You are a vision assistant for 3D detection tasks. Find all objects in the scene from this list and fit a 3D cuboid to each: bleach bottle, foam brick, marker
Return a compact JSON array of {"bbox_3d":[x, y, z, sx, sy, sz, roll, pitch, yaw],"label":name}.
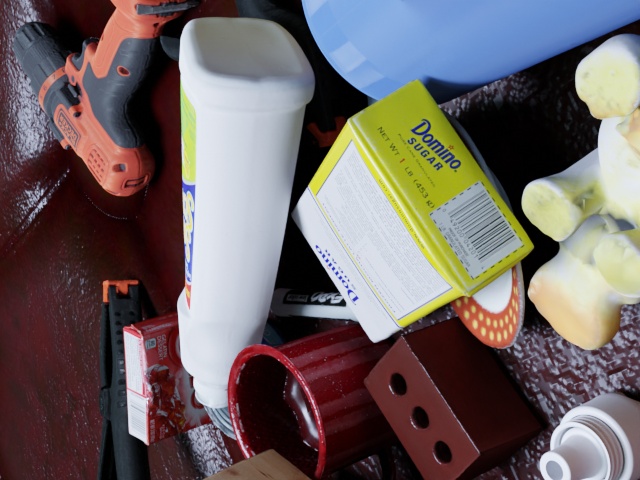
[{"bbox_3d":[-0.054,0.001,0.641,0.102,0.068,0.251,-112,25,-55],"label":"bleach bottle"},{"bbox_3d":[0.072,0.090,0.586,0.078,0.051,0.053,56,138,22],"label":"foam brick"},{"bbox_3d":[0.011,0.041,0.672,0.121,0.020,0.020,0,102,51],"label":"marker"}]

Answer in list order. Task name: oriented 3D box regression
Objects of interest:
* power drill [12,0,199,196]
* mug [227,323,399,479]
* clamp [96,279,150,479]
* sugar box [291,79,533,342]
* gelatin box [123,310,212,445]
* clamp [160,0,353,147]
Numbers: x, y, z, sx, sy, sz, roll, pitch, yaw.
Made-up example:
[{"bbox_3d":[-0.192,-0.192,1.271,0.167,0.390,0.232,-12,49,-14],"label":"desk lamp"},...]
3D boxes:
[{"bbox_3d":[-0.167,-0.153,0.801,0.184,0.057,0.188,50,138,23],"label":"power drill"},{"bbox_3d":[0.008,0.108,0.647,0.093,0.081,0.117,-47,65,47],"label":"mug"},{"bbox_3d":[-0.159,0.139,0.871,0.165,0.036,0.210,-161,72,-68],"label":"clamp"},{"bbox_3d":[0.037,-0.006,0.539,0.093,0.048,0.176,57,168,4],"label":"sugar box"},{"bbox_3d":[-0.106,0.098,0.791,0.030,0.073,0.089,18,115,46],"label":"gelatin box"},{"bbox_3d":[-0.042,-0.115,0.672,0.171,0.039,0.120,60,141,19],"label":"clamp"}]
